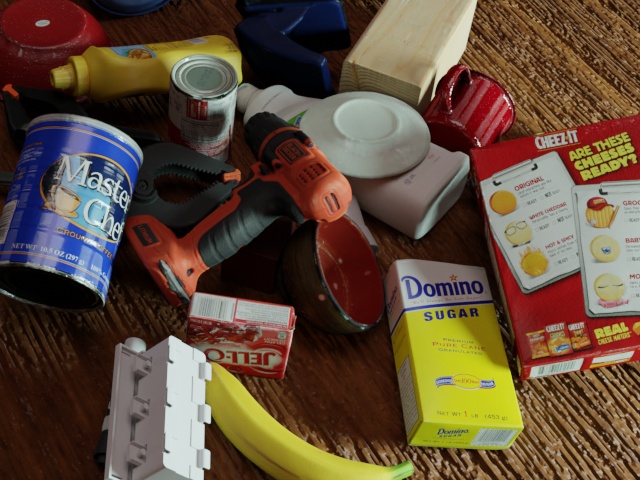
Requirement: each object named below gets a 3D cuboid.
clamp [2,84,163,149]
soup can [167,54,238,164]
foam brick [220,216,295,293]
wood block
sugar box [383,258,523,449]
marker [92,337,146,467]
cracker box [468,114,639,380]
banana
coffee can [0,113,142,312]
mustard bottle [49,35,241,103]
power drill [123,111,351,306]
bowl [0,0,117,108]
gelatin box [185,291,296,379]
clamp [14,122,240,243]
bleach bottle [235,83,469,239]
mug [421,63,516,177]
[{"bbox_3d":[-0.256,-0.097,1.061,0.171,0.039,0.120,25,46,12],"label":"clamp"},{"bbox_3d":[-0.118,-0.126,1.066,0.068,0.102,0.068,5,48,-5],"label":"soup can"},{"bbox_3d":[-0.057,0.001,0.996,0.053,0.051,0.078,17,48,4],"label":"foam brick"},{"bbox_3d":[0.097,-0.207,1.184,0.090,0.091,0.205,22,49,11],"label":"wood block"},{"bbox_3d":[0.113,0.096,0.938,0.093,0.048,0.176,6,50,-15],"label":"sugar box"},{"bbox_3d":[-0.165,0.133,0.880,0.020,0.020,0.121,9,47,-1],"label":"marker"},{"bbox_3d":[0.237,0.008,0.965,0.164,0.072,0.214,-11,68,3],"label":"cracker box"},{"bbox_3d":[-0.026,0.165,0.867,0.198,0.037,0.069,27,30,13],"label":"banana"},{"bbox_3d":[-0.217,-0.022,0.908,0.103,0.103,0.140,10,67,0],"label":"coffee can"},{"bbox_3d":[-0.184,-0.177,1.108,0.191,0.058,0.096,-10,22,-27],"label":"mustard bottle"},{"bbox_3d":[-0.082,-0.036,0.948,0.187,0.057,0.185,-34,34,-6],"label":"power drill"},{"bbox_3d":[-0.297,-0.214,1.149,0.162,0.055,0.162,4,48,-5],"label":"bowl"},{"bbox_3d":[-0.069,0.082,0.906,0.089,0.073,0.030,9,48,-3],"label":"gelatin box"},{"bbox_3d":[-0.180,-0.053,1.011,0.209,0.036,0.164,-17,77,-26],"label":"clamp"},{"bbox_3d":[0.021,-0.099,1.094,0.251,0.068,0.102,31,50,21],"label":"bleach bottle"},{"bbox_3d":[0.144,-0.127,1.106,0.093,0.117,0.081,15,50,26],"label":"mug"}]
